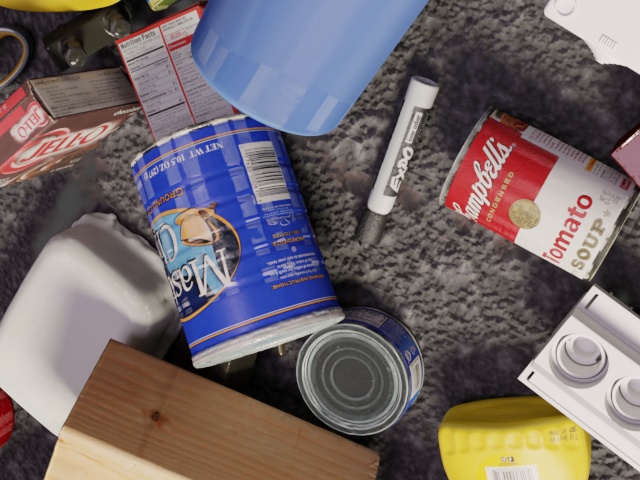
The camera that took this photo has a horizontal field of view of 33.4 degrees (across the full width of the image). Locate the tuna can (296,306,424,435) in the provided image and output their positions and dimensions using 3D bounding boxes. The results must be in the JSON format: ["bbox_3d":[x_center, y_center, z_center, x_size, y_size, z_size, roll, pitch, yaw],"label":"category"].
[{"bbox_3d":[0.027,0.091,0.744,0.086,0.033,0.086,7,108,22],"label":"tuna can"}]

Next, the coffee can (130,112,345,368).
[{"bbox_3d":[-0.055,0.001,0.697,0.103,0.102,0.140,-23,81,27],"label":"coffee can"}]

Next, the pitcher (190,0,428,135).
[{"bbox_3d":[0.012,-0.187,0.613,0.149,0.144,0.243,43,120,16],"label":"pitcher"}]

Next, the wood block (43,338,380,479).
[{"bbox_3d":[-0.075,0.163,0.737,0.206,0.090,0.090,24,130,-3],"label":"wood block"}]

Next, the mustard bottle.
[{"bbox_3d":[0.141,0.202,0.713,0.096,0.058,0.191,-7,102,19],"label":"mustard bottle"}]

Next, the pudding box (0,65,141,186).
[{"bbox_3d":[-0.187,-0.079,0.742,0.090,0.113,0.039,-33,90,28],"label":"pudding box"}]

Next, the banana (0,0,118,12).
[{"bbox_3d":[-0.181,-0.174,0.722,0.198,0.069,0.037,9,105,39],"label":"banana"}]

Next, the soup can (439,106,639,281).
[{"bbox_3d":[0.132,-0.028,0.645,0.102,0.068,0.069,30,115,12],"label":"soup can"}]

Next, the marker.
[{"bbox_3d":[0.048,-0.049,0.701,0.020,0.020,0.121,26,114,14],"label":"marker"}]

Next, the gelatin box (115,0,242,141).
[{"bbox_3d":[-0.091,-0.111,0.738,0.073,0.030,0.089,-16,98,28],"label":"gelatin box"}]
